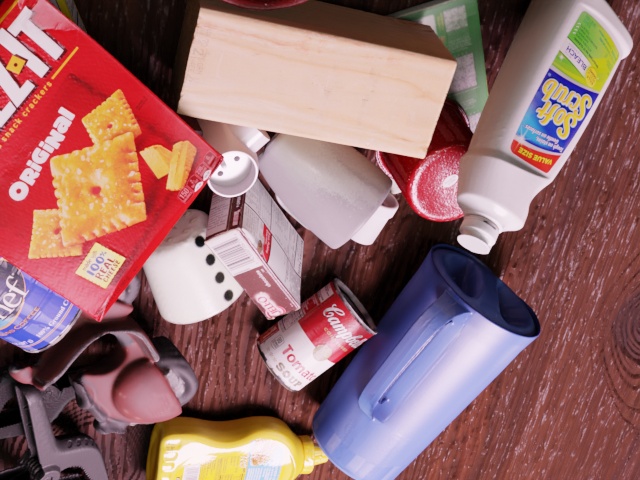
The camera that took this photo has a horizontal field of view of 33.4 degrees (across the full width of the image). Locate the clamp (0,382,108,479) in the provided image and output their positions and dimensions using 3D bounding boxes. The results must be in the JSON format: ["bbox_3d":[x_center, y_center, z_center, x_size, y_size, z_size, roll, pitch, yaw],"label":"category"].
[{"bbox_3d":[-0.266,0.209,1.016,0.165,0.036,0.209,-51,148,9],"label":"clamp"}]

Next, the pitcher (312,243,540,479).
[{"bbox_3d":[0.093,0.132,1.074,0.149,0.145,0.243,26,114,-24],"label":"pitcher"}]

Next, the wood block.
[{"bbox_3d":[-0.009,-0.139,0.864,0.205,0.091,0.090,9,117,-16],"label":"wood block"}]

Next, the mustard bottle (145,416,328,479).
[{"bbox_3d":[-0.083,0.228,1.122,0.191,0.058,0.096,2,120,-20],"label":"mustard bottle"}]

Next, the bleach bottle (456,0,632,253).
[{"bbox_3d":[0.182,-0.097,0.909,0.102,0.068,0.250,41,66,-33],"label":"bleach bottle"}]

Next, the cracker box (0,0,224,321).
[{"bbox_3d":[-0.197,-0.065,0.780,0.164,0.072,0.213,-52,128,-5],"label":"cracker box"}]

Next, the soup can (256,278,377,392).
[{"bbox_3d":[-0.004,0.094,1.054,0.102,0.068,0.068,-37,127,8],"label":"soup can"}]

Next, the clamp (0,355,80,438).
[{"bbox_3d":[-0.251,0.137,1.015,0.171,0.039,0.120,-40,121,6],"label":"clamp"}]

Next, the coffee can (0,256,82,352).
[{"bbox_3d":[-0.270,0.017,0.867,0.103,0.103,0.140,-44,130,12],"label":"coffee can"}]

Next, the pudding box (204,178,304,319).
[{"bbox_3d":[-0.056,0.001,0.957,0.039,0.090,0.113,-19,130,18],"label":"pudding box"}]

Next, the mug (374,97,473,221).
[{"bbox_3d":[0.114,-0.067,0.959,0.117,0.081,0.093,16,118,-25],"label":"mug"}]
